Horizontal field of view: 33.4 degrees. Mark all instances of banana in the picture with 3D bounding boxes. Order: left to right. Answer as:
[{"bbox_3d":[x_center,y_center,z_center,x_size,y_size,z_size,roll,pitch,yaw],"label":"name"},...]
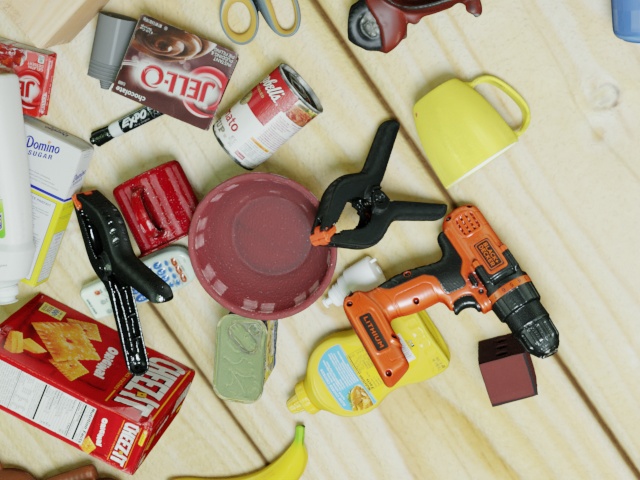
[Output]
[{"bbox_3d":[-0.090,0.284,1.272,0.198,0.037,0.069,-26,81,14],"label":"banana"}]

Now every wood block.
[{"bbox_3d":[-0.241,-0.306,1.115,0.206,0.090,0.090,-41,95,17],"label":"wood block"}]

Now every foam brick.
[{"bbox_3d":[0.203,0.138,1.158,0.053,0.078,0.051,-17,100,11],"label":"foam brick"}]

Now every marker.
[{"bbox_3d":[-0.205,-0.135,1.190,0.121,0.020,0.020,-24,99,15],"label":"marker"}]

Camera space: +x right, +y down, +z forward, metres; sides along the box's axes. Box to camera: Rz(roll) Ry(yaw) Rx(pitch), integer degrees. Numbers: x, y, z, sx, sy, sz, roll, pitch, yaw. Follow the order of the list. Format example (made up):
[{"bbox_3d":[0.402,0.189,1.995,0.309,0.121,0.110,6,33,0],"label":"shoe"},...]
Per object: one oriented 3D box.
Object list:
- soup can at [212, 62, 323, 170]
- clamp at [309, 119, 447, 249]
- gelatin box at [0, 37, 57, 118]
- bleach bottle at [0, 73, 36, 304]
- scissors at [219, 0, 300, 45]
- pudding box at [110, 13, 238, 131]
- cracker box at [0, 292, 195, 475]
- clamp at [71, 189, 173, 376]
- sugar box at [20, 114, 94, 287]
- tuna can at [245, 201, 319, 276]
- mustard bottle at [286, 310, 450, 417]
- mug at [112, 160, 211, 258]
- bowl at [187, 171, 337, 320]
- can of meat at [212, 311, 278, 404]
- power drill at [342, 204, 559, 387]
[{"bbox_3d":[-0.057,-0.131,1.140,0.102,0.068,0.068,-39,95,17],"label":"soup can"},{"bbox_3d":[0.051,-0.052,1.111,0.039,0.171,0.120,-31,86,53],"label":"clamp"},{"bbox_3d":[-0.345,-0.184,1.197,0.089,0.030,0.073,17,107,6],"label":"gelatin box"},{"bbox_3d":[-0.368,-0.054,1.173,0.103,0.068,0.251,1,102,21],"label":"bleach bottle"},{"bbox_3d":[-0.095,-0.296,1.131,0.096,0.016,0.202,-31,97,16],"label":"scissors"},{"bbox_3d":[-0.155,-0.179,1.143,0.113,0.039,0.090,22,93,-5],"label":"pudding box"},{"bbox_3d":[-0.267,0.154,1.201,0.214,0.164,0.072,26,109,3],"label":"cracker box"},{"bbox_3d":[-0.222,0.036,1.168,0.210,0.036,0.165,56,144,30],"label":"clamp"},{"bbox_3d":[-0.331,-0.045,1.223,0.093,0.048,0.176,26,104,6],"label":"sugar box"},{"bbox_3d":[-0.040,-0.003,1.187,0.086,0.033,0.086,3,105,9],"label":"tuna can"},{"bbox_3d":[0.043,0.143,1.198,0.192,0.058,0.096,-32,96,16],"label":"mustard bottle"},{"bbox_3d":[-0.179,-0.034,1.164,0.093,0.117,0.081,-25,94,15],"label":"mug"},{"bbox_3d":[-0.057,0.001,1.143,0.162,0.055,0.162,2,105,9],"label":"bowl"},{"bbox_3d":[-0.081,0.120,1.200,0.057,0.084,0.102,7,106,8],"label":"can of meat"},{"bbox_3d":[0.132,0.076,1.114,0.187,0.057,0.184,-29,68,-5],"label":"power drill"}]
